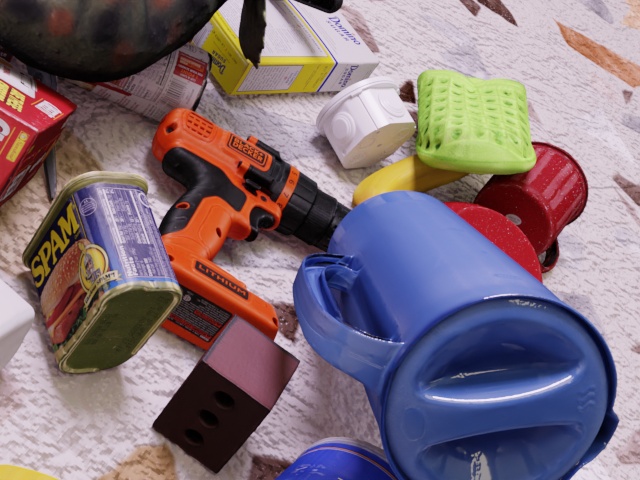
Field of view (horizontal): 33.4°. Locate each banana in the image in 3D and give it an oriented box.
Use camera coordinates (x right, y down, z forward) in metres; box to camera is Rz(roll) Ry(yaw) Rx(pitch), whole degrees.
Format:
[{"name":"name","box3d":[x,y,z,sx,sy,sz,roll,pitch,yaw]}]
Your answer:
[{"name":"banana","box3d":[0.077,-0.052,0.937,0.197,0.070,0.037,-25,99,-45]}]

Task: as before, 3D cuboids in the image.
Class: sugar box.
[{"name":"sugar box","box3d":[-0.035,-0.181,0.987,0.175,0.048,0.093,-8,55,-48]}]

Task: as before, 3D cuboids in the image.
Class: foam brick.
[{"name":"foam brick","box3d":[-0.059,0.095,0.661,0.053,0.078,0.051,36,38,-1]}]

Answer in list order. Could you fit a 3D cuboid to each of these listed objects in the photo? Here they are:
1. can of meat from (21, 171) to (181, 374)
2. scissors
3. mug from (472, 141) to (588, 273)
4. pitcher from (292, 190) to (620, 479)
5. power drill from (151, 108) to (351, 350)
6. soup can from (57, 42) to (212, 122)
[{"name":"can of meat","box3d":[-0.134,0.022,0.654,0.057,0.102,0.084,1,53,-40]},{"name":"scissors","box3d":[-0.191,-0.131,0.777,0.016,0.096,0.202,25,31,-52]},{"name":"mug","box3d":[0.196,-0.024,0.997,0.081,0.093,0.117,-42,120,-48]},{"name":"pitcher","box3d":[0.066,0.048,0.670,0.243,0.145,0.149,-119,-176,-68]},{"name":"power drill","box3d":[-0.055,0.001,0.780,0.184,0.057,0.187,29,37,-13]},{"name":"soup can","box3d":[-0.144,-0.137,0.832,0.102,0.069,0.068,22,41,-23]}]
